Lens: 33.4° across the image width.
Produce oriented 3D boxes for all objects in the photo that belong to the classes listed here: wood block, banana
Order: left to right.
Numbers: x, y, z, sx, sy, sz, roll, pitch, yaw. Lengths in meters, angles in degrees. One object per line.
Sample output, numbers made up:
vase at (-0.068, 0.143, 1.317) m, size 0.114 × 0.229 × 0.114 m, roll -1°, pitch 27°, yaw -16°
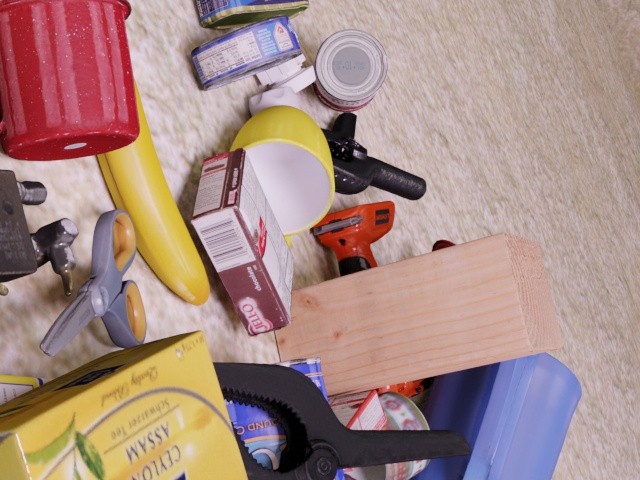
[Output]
banana at (-0.119, -0.047, 0.727) m, size 0.069 × 0.037 × 0.198 m, roll -18°, pitch 91°, yaw -64°
wood block at (0.075, 0.065, 0.856) m, size 0.090 × 0.206 × 0.090 m, roll 9°, pitch 67°, yaw -62°

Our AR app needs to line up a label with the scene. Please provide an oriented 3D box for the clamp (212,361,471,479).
clamp at (0.000, 0.133, 0.643) m, size 0.210 × 0.036 × 0.164 m, roll 45°, pitch 53°, yaw -13°

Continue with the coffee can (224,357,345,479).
coffee can at (-0.035, 0.156, 0.700) m, size 0.102 × 0.103 × 0.140 m, roll 6°, pitch 69°, yaw -63°

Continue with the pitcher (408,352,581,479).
pitcher at (0.133, 0.206, 0.921) m, size 0.149 × 0.145 × 0.242 m, roll 42°, pitch 55°, yaw -28°

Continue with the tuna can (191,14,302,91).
tuna can at (-0.060, -0.150, 0.855) m, size 0.086 × 0.086 × 0.034 m, roll -34°, pitch 104°, yaw -64°

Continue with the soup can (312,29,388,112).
soup can at (0.027, -0.160, 1.012) m, size 0.102 × 0.068 × 0.068 m, roll -136°, pitch -152°, yaw -88°

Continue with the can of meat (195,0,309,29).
can of meat at (-0.063, -0.227, 0.900) m, size 0.101 × 0.058 × 0.084 m, roll -15°, pitch 92°, yaw -38°

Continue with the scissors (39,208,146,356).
scissors at (-0.125, 0.048, 0.614) m, size 0.201 × 0.016 × 0.096 m, roll -91°, pitch 172°, yaw -64°

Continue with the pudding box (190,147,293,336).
pudding box at (-0.055, 0.001, 0.798) m, size 0.090 × 0.039 × 0.113 m, roll -91°, pitch 163°, yaw -57°

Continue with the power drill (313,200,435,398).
power drill at (0.061, 0.058, 1.009) m, size 0.184 × 0.057 × 0.187 m, roll -9°, pitch 82°, yaw -68°

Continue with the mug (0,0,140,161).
mug at (-0.162, -0.093, 0.625) m, size 0.117 × 0.093 × 0.081 m, roll -7°, pitch 85°, yaw -33°

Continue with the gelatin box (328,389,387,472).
gelatin box at (0.003, 0.150, 0.815) m, size 0.030 × 0.073 × 0.089 m, roll 70°, pitch 25°, yaw -10°

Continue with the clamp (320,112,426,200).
clamp at (0.021, -0.084, 1.016) m, size 0.120 × 0.039 × 0.171 m, roll 44°, pitch 23°, yaw 28°
